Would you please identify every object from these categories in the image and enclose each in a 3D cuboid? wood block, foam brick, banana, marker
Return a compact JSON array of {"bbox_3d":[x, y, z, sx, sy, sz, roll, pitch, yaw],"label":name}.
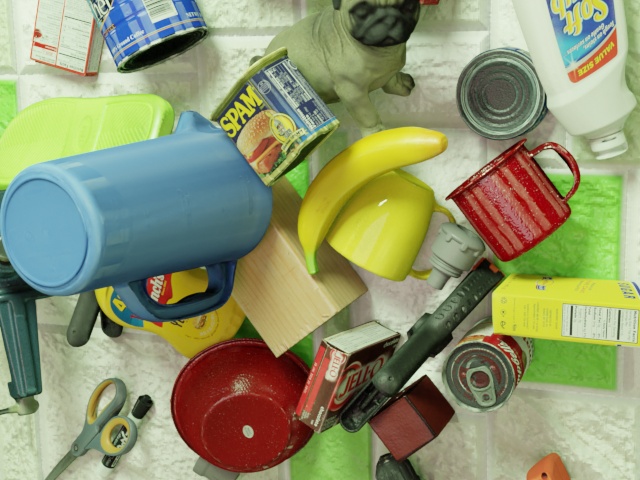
[{"bbox_3d":[-0.057,0.001,1.082,0.091,0.090,0.206,-38,86,25],"label":"wood block"},{"bbox_3d":[0.092,0.176,1.064,0.053,0.078,0.051,-40,84,21],"label":"foam brick"},{"bbox_3d":[0.035,-0.052,0.976,0.069,0.037,0.198,50,125,7],"label":"banana"},{"bbox_3d":[-0.226,0.225,1.234,0.020,0.020,0.121,37,111,11],"label":"marker"}]

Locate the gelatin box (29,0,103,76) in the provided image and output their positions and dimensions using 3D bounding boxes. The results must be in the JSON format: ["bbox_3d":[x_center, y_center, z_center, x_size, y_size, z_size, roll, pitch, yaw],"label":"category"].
[{"bbox_3d":[-0.271,-0.229,1.154,0.073,0.030,0.089,18,107,17],"label":"gelatin box"}]

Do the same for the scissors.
[{"bbox_3d":[-0.269,0.250,1.244,0.096,0.016,0.202,45,115,34],"label":"scissors"}]

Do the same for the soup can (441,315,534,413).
[{"bbox_3d":[0.160,0.115,1.009,0.069,0.102,0.068,4,102,21],"label":"soup can"}]

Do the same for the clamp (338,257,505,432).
[{"bbox_3d":[0.097,0.097,1.008,0.036,0.209,0.165,43,150,6],"label":"clamp"}]

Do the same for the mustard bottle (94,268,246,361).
[{"bbox_3d":[-0.173,0.050,1.106,0.191,0.058,0.096,29,103,-20],"label":"mustard bottle"}]

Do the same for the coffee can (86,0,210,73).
[{"bbox_3d":[-0.186,-0.253,1.074,0.103,0.102,0.140,-24,91,24],"label":"coffee can"}]

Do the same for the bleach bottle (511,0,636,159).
[{"bbox_3d":[0.226,-0.196,0.935,0.102,0.068,0.251,-22,100,-9],"label":"bleach bottle"}]

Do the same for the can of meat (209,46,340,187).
[{"bbox_3d":[-0.040,-0.107,0.950,0.084,0.057,0.102,52,143,2],"label":"can of meat"}]

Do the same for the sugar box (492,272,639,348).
[{"bbox_3d":[0.251,0.063,0.967,0.176,0.093,0.048,1,101,21],"label":"sugar box"}]

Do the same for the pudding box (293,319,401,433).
[{"bbox_3d":[0.027,0.133,1.061,0.039,0.113,0.090,29,111,23],"label":"pudding box"}]

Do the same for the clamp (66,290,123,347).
[{"bbox_3d":[-0.236,0.035,1.149,0.039,0.120,0.171,6,100,4],"label":"clamp"}]

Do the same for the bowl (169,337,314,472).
[{"bbox_3d":[-0.078,0.185,1.112,0.162,0.055,0.162,-1,112,-3],"label":"bowl"}]

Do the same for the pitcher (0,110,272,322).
[{"bbox_3d":[-0.155,-0.015,0.935,0.149,0.242,0.145,42,117,17],"label":"pitcher"}]

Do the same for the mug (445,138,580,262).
[{"bbox_3d":[0.184,-0.041,0.977,0.117,0.093,0.081,-37,90,22],"label":"mug"}]

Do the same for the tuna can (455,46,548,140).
[{"bbox_3d":[0.170,-0.136,0.991,0.086,0.033,0.086,5,102,21],"label":"tuna can"}]
